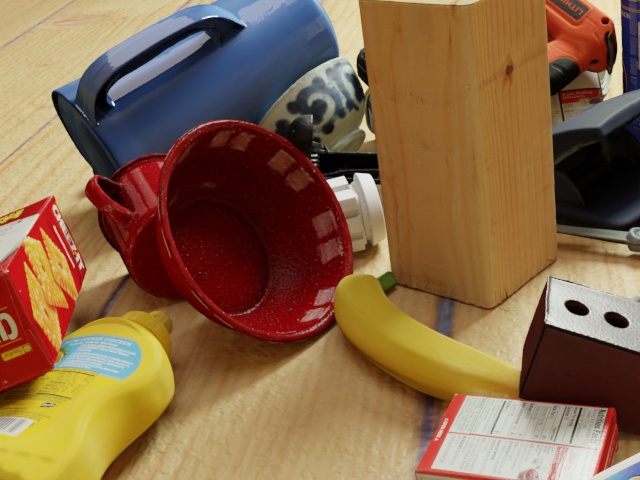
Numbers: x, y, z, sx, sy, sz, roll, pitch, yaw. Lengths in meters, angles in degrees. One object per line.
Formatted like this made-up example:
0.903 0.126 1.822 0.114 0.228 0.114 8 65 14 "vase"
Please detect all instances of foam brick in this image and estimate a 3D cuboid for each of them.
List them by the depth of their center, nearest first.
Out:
0.152 0.063 0.577 0.078 0.051 0.053 16 30 5 "foam brick"

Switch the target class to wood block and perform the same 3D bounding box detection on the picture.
0.098 -0.071 0.726 0.090 0.206 0.090 15 33 40 "wood block"

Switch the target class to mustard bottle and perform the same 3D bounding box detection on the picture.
-0.141 0.095 0.626 0.096 0.058 0.191 -3 25 27 "mustard bottle"

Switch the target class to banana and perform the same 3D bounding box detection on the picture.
0.056 0.057 0.666 0.069 0.037 0.198 -17 26 -17 "banana"

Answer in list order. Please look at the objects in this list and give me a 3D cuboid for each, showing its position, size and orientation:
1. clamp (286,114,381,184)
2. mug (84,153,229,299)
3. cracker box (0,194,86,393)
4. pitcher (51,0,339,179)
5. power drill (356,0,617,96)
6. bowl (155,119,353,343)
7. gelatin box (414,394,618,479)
-0.014 -0.064 0.874 0.210 0.036 0.164 -3 -12 45 "clamp"
-0.123 -0.014 0.798 0.093 0.117 0.082 -52 33 8 "mug"
-0.242 0.050 0.676 0.164 0.072 0.214 -22 14 -1 "cracker box"
-0.105 -0.141 0.940 0.242 0.145 0.149 -37 22 -16 "pitcher"
0.145 -0.151 0.924 0.187 0.057 0.185 -37 57 -7 "power drill"
-0.055 0.001 0.732 0.055 0.162 0.161 -31 4 44 "bowl"
0.101 0.112 0.542 0.089 0.030 0.073 3 26 23 "gelatin box"
